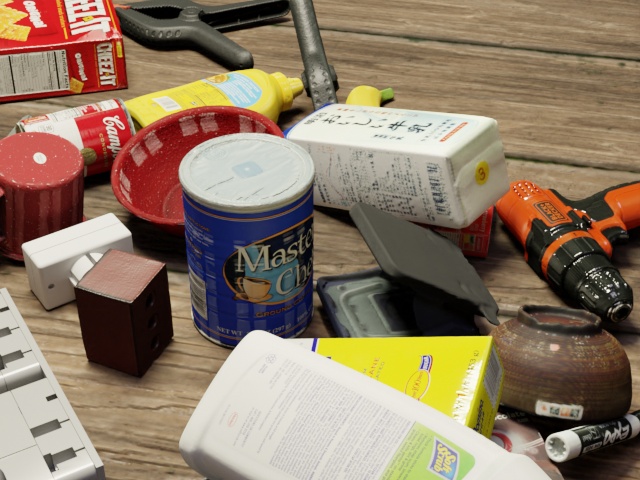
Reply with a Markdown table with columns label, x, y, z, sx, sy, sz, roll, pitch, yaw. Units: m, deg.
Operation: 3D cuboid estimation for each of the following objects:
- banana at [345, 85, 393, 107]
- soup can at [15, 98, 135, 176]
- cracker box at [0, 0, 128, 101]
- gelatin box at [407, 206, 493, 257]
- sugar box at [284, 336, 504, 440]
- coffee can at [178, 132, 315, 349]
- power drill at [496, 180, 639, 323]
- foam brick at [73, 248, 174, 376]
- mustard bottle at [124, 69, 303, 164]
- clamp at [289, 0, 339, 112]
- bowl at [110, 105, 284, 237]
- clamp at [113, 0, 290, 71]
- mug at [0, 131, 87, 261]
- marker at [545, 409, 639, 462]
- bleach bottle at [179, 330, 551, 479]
| label | x | y | z | sx | sy | sz | roll | pitch | yaw |
| --- | --- | --- | --- | --- | --- | --- | --- | --- | --- |
| banana | 0.064 | -0.113 | 1.084 | 0.069 | 0.037 | 0.198 | -7 | 37 | -9 |
| soup can | -0.235 | -0.094 | 1.030 | 0.102 | 0.068 | 0.069 | -17 | 40 | -21 |
| cracker box | -0.336 | -0.228 | 1.208 | 0.213 | 0.072 | 0.164 | -9 | 38 | -13 |
| gelatin box | 0.120 | -0.025 | 0.971 | 0.073 | 0.030 | 0.089 | 8 | 37 | 10 |
| sugar box | 0.029 | 0.111 | 0.719 | 0.176 | 0.048 | 0.093 | -2 | 42 | 28 |
| coffee can | -0.056 | 0.001 | 0.842 | 0.103 | 0.140 | 0.103 | 0 | 36 | 0 |
| power drill | 0.270 | -0.007 | 0.924 | 0.187 | 0.057 | 0.184 | -12 | 38 | -16 |
| foam brick | -0.150 | 0.056 | 0.821 | 0.051 | 0.078 | 0.053 | 15 | 41 | 18 |
| mustard bottle | -0.101 | -0.134 | 1.093 | 0.191 | 0.058 | 0.096 | -22 | 38 | -27 |
| clamp | 0.001 | -0.165 | 1.124 | 0.039 | 0.120 | 0.171 | -16 | 58 | 10 |
| bowl | -0.106 | -0.053 | 0.973 | 0.162 | 0.055 | 0.162 | -5 | 45 | 5 |
| clamp | -0.145 | -0.264 | 1.288 | 0.210 | 0.036 | 0.164 | 13 | 39 | 17 |
| mug | -0.257 | -0.036 | 0.928 | 0.093 | 0.082 | 0.117 | 33 | 44 | 23 |
| marker | 0.197 | 0.133 | 0.736 | 0.120 | 0.020 | 0.020 | -4 | 30 | -43 |
| bleach bottle | 0.039 | 0.141 | 0.613 | 0.251 | 0.068 | 0.102 | 23 | 75 | 35 |
